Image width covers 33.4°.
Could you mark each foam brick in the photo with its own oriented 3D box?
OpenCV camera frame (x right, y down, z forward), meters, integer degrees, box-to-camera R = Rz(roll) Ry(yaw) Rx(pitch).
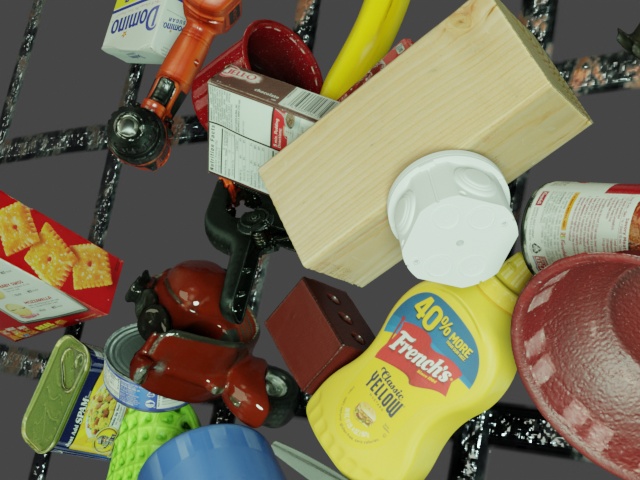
[{"bbox_3d":[0.004,0.076,0.805,0.051,0.052,0.078,-49,47,18],"label":"foam brick"}]

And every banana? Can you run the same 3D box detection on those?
[{"bbox_3d":[0.045,-0.193,0.892,0.070,0.037,0.198,0,71,62],"label":"banana"}]

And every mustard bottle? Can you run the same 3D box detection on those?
[{"bbox_3d":[0.078,0.083,0.726,0.192,0.058,0.096,-50,53,16],"label":"mustard bottle"}]

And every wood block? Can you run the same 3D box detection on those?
[{"bbox_3d":[0.071,-0.066,0.751,0.206,0.090,0.091,-37,61,20],"label":"wood block"}]

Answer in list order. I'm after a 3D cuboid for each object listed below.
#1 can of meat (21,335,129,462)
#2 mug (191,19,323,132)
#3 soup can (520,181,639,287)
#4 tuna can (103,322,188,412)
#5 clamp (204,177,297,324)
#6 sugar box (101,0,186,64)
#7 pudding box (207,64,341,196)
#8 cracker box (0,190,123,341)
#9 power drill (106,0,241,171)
[{"bbox_3d":[-0.205,0.144,0.954,0.058,0.083,0.102,24,91,46],"label":"can of meat"},{"bbox_3d":[-0.052,-0.121,0.925,0.082,0.093,0.117,-27,92,39],"label":"mug"},{"bbox_3d":[0.183,-0.002,0.654,0.102,0.068,0.068,5,77,46],"label":"soup can"},{"bbox_3d":[-0.141,0.107,0.906,0.086,0.086,0.034,46,136,44],"label":"tuna can"},{"bbox_3d":[-0.056,0.001,0.875,0.120,0.039,0.172,-27,37,-20],"label":"clamp"},{"bbox_3d":[-0.165,-0.273,1.116,0.094,0.048,0.176,11,80,45],"label":"sugar box"},{"bbox_3d":[-0.037,-0.081,0.858,0.114,0.039,0.090,23,133,22],"label":"pudding box"},{"bbox_3d":[-0.326,0.014,1.030,0.164,0.213,0.072,-17,51,40],"label":"cracker box"},{"bbox_3d":[-0.137,-0.153,0.975,0.187,0.057,0.184,-63,5,-3],"label":"power drill"}]
